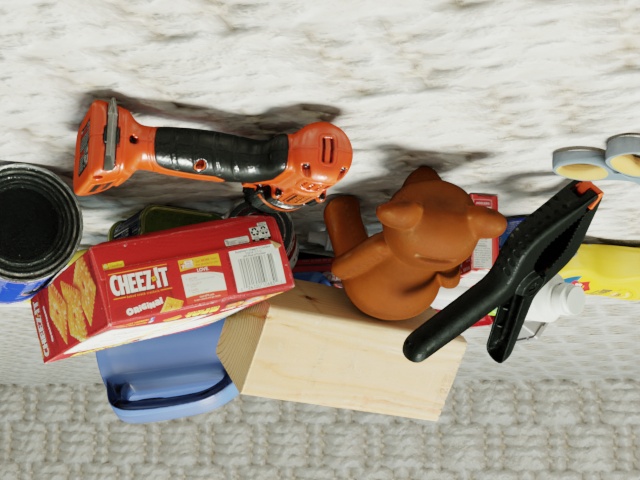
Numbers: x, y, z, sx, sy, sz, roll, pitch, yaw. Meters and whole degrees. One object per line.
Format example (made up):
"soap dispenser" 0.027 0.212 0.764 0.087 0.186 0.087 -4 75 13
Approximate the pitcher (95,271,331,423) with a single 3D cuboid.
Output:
"pitcher" -0.107 0.106 1.122 0.243 0.149 0.145 -8 174 17

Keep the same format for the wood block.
"wood block" 0.020 0.100 1.005 0.205 0.090 0.091 12 -164 -24

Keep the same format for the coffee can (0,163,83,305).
"coffee can" -0.274 -0.002 0.952 0.102 0.103 0.140 6 167 -21

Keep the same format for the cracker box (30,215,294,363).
"cracker box" -0.145 0.044 0.923 0.163 0.072 0.214 -11 173 -29

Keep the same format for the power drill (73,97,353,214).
"power drill" -0.086 -0.057 0.800 0.187 0.057 0.185 3 170 -18

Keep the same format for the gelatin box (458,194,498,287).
"gelatin box" 0.142 0.002 1.011 0.030 0.073 0.089 4 169 -9

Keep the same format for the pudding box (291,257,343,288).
"pudding box" 0.012 0.054 1.199 0.090 0.039 0.113 -3 159 22

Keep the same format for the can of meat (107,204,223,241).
"can of meat" -0.152 0.002 1.077 0.101 0.057 0.084 8 164 -30

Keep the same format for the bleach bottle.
"bleach bottle" 0.167 0.048 1.108 0.102 0.068 0.251 19 173 -40

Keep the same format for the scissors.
"scissors" 0.254 -0.052 0.889 0.096 0.016 0.201 -3 168 24

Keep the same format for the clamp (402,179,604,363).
"clamp" 0.165 0.033 0.924 0.164 0.036 0.210 -1 130 -49

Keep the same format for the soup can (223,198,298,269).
"soup can" -0.057 0.001 1.036 0.068 0.068 0.102 0 169 3
